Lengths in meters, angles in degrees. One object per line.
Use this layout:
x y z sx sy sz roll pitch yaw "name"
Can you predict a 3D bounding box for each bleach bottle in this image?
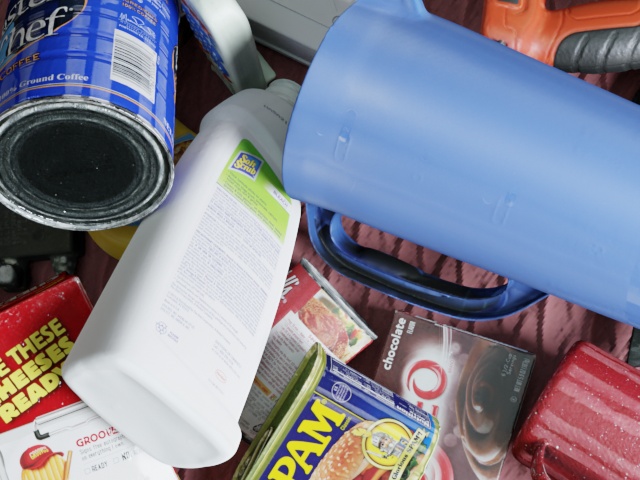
-0.054 0.001 0.631 0.068 0.102 0.250 -17 37 40 "bleach bottle"

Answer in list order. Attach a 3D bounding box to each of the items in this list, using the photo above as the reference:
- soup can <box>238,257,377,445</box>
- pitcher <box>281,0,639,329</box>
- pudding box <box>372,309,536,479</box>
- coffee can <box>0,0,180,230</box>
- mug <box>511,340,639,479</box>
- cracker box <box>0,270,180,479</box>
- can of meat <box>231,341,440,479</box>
-0.024 0.069 0.661 0.102 0.068 0.068 -43 77 1 "soup can"
0.107 -0.031 0.605 0.243 0.149 0.145 25 73 14 "pitcher"
0.072 0.109 0.654 0.090 0.039 0.113 17 85 11 "pudding box"
-0.132 -0.091 0.604 0.103 0.103 0.140 -10 51 7 "coffee can"
0.158 0.116 0.606 0.081 0.093 0.117 31 43 17 "mug"
-0.168 0.148 0.614 0.164 0.072 0.213 -28 100 -15 "cracker box"
0.008 0.123 0.606 0.084 0.057 0.102 31 99 -5 "can of meat"
